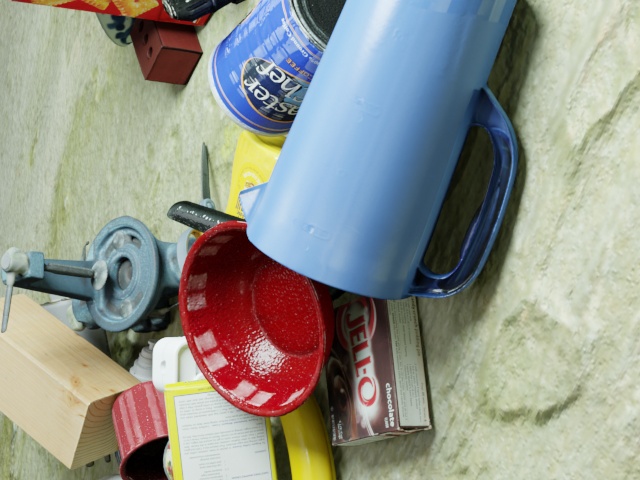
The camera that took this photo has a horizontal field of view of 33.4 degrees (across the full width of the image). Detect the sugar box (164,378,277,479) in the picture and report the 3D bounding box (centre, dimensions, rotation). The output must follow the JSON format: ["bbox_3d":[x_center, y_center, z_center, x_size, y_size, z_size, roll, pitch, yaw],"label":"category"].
[{"bbox_3d":[-0.085,0.211,0.952,0.048,0.093,0.176,-171,76,-82],"label":"sugar box"}]

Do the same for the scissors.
[{"bbox_3d":[-0.105,-0.014,1.087,0.016,0.096,0.201,-29,29,24],"label":"scissors"}]

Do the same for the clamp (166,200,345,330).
[{"bbox_3d":[-0.039,0.009,0.920,0.210,0.036,0.164,-29,87,35],"label":"clamp"}]

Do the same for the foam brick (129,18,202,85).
[{"bbox_3d":[-0.172,-0.219,1.183,0.053,0.051,0.078,-54,45,40],"label":"foam brick"}]

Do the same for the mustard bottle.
[{"bbox_3d":[-0.057,0.001,0.988,0.096,0.058,0.192,33,116,41],"label":"mustard bottle"}]

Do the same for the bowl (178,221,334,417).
[{"bbox_3d":[-0.042,0.059,0.872,0.162,0.055,0.162,12,108,39],"label":"bowl"}]

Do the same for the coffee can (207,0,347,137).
[{"bbox_3d":[-0.019,-0.162,0.900,0.141,0.102,0.103,-32,62,51],"label":"coffee can"}]

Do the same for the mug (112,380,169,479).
[{"bbox_3d":[-0.172,0.210,1.139,0.117,0.093,0.081,73,174,-48],"label":"mug"}]

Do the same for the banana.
[{"bbox_3d":[-0.017,0.190,0.930,0.070,0.037,0.198,-26,63,43],"label":"banana"}]

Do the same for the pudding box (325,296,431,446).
[{"bbox_3d":[0.042,0.102,0.849,0.090,0.039,0.113,-28,64,53],"label":"pudding box"}]

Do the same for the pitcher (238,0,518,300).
[{"bbox_3d":[0.057,-0.084,0.762,0.145,0.149,0.243,46,118,58],"label":"pitcher"}]

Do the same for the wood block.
[{"bbox_3d":[-0.309,0.154,1.203,0.206,0.090,0.091,31,113,26],"label":"wood block"}]
